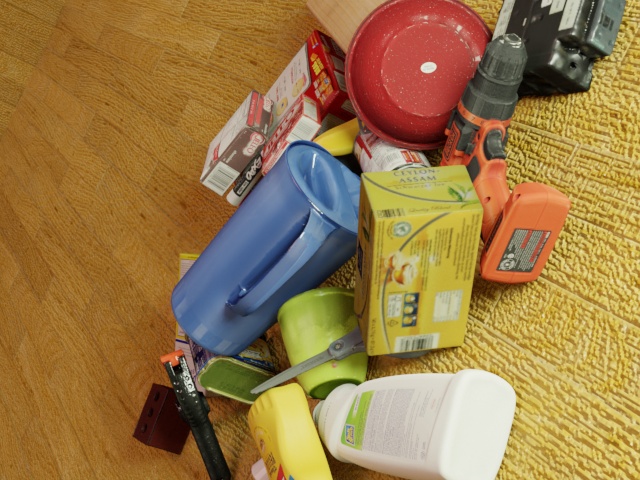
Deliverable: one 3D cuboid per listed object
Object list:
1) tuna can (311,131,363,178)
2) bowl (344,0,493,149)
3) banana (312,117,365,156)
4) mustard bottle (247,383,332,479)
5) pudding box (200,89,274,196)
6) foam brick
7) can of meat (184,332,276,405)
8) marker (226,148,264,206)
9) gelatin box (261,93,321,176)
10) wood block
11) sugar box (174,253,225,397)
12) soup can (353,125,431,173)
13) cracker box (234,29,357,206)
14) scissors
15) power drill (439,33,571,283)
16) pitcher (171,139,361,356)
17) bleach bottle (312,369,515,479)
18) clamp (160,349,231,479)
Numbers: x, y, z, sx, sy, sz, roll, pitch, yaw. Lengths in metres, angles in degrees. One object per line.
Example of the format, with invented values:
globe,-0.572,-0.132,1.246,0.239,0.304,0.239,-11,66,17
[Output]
tuna can,0.017,-0.083,1.236,0.034,0.086,0.086,-48,33,32
bowl,0.105,-0.171,1.072,0.162,0.162,0.055,-62,3,7
banana,0.076,-0.155,1.195,0.198,0.069,0.037,-46,22,5
mustard bottle,-0.016,0.243,1.041,0.096,0.058,0.192,114,140,-53
pudding box,-0.106,-0.125,1.361,0.114,0.039,0.090,-45,23,32
foam brick,-0.201,0.232,1.394,0.053,0.051,0.078,7,75,60
can of meat,-0.103,0.138,1.254,0.057,0.102,0.084,-52,34,22
marker,-0.077,-0.090,1.319,0.121,0.020,0.020,-50,32,28
gelatin box,-0.035,-0.119,1.245,0.089,0.030,0.073,-53,17,22
wood block,0.065,-0.269,1.293,0.090,0.090,0.206,-56,30,17
sugar box,-0.146,0.106,1.355,0.093,0.048,0.176,4,93,57
soup can,0.081,-0.079,1.147,0.069,0.068,0.102,-53,32,22
cracker box,-0.027,-0.139,1.367,0.214,0.072,0.164,-51,32,25
scissors,0.035,0.112,1.033,0.201,0.016,0.096,-37,43,-14
power drill,0.164,-0.069,0.964,0.187,0.057,0.185,-102,20,-48
pitcher,-0.056,0.021,1.148,0.243,0.149,0.145,-46,59,27
bleach bottle,0.069,0.165,0.990,0.251,0.068,0.102,-5,65,60
clamp,-0.152,0.197,1.267,0.120,0.039,0.171,34,143,63
